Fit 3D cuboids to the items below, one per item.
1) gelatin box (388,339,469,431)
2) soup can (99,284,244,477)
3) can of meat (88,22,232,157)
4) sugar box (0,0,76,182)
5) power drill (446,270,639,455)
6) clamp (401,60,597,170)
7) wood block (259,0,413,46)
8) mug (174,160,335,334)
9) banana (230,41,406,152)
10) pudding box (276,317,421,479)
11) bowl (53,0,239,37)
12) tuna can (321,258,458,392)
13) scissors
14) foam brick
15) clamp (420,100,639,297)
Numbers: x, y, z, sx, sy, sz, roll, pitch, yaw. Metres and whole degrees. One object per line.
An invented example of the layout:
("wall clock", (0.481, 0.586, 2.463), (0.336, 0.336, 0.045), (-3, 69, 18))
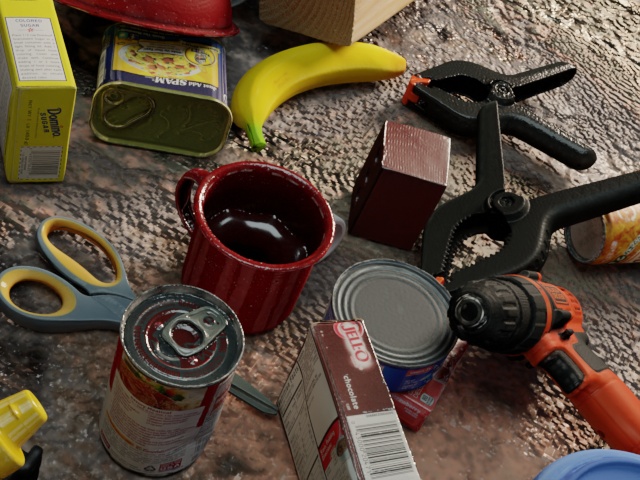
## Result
("gelatin box", (0.056, 0.075, 0.720), (0.073, 0.030, 0.089), (32, 46, 9))
("soup can", (-0.087, 0.082, 0.610), (0.068, 0.102, 0.068), (10, 47, -12))
("can of meat", (-0.120, -0.116, 0.807), (0.102, 0.057, 0.084), (8, 46, -15))
("sugar box", (-0.214, -0.135, 0.763), (0.048, 0.093, 0.176), (-2, 51, -23))
("power drill", (0.168, 0.098, 0.677), (0.188, 0.057, 0.184), (54, 21, 21))
("clamp", (0.158, -0.126, 0.931), (0.171, 0.039, 0.120), (15, 45, -7))
("wood block", (0.038, -0.253, 0.937), (0.091, 0.090, 0.205), (20, 36, 21))
("mug", (-0.055, 0.001, 0.709), (0.117, 0.082, 0.093), (40, 48, 15))
("banana", (-0.011, -0.129, 0.876), (0.197, 0.037, 0.069), (-34, 81, -38))
("pudding box", (0.013, 0.116, 0.627), (0.039, 0.090, 0.113), (-2, 52, -20))
("bowl", (-0.137, -0.207, 0.835), (0.162, 0.055, 0.162), (13, 18, -5))
("tuna can", (0.045, 0.055, 0.689), (0.086, 0.034, 0.086), (9, 47, -11))
("scissors", (-0.126, 0.061, 0.675), (0.096, 0.016, 0.202), (-31, 66, -36))
("foam brick", (0.058, -0.040, 0.791), (0.051, 0.078, 0.053), (17, 46, -8))
("clamp", (0.150, -0.017, 0.797), (0.165, 0.036, 0.209), (20, 55, 28))
